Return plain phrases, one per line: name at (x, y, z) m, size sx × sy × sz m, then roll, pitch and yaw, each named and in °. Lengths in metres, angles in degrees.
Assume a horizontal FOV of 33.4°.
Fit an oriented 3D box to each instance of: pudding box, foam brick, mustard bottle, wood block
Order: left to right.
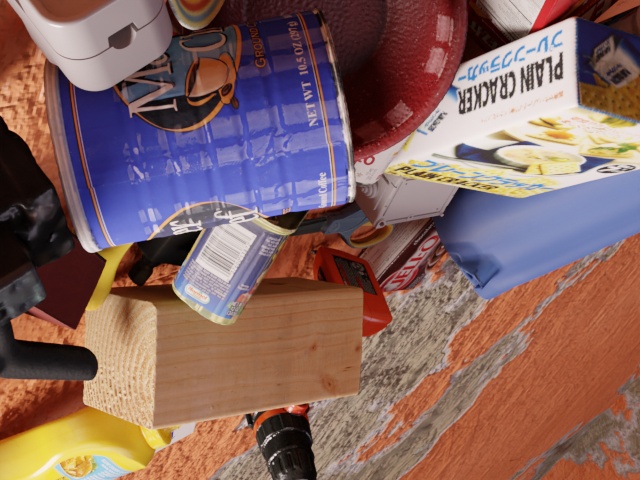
foam brick at (-0.176, 0.015, 0.650) m, size 0.078 × 0.053 × 0.051 m, roll 58°, pitch 51°, yaw -67°
mustard bottle at (-0.194, 0.169, 0.842) m, size 0.191 × 0.058 × 0.096 m, roll -22°, pitch 151°, yaw 5°
wood block at (-0.070, 0.080, 0.827) m, size 0.205 × 0.091 × 0.090 m, roll -2°, pitch 96°, yaw -44°
pudding box at (0.092, 0.004, 1.070) m, size 0.089 × 0.039 × 0.114 m, roll -4°, pitch 137°, yaw -54°

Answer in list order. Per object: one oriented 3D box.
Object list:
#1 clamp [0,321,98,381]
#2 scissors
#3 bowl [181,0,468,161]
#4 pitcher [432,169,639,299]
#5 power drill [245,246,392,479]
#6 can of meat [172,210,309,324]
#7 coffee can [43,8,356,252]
clamp at (-0.210, 0.075, 0.670) m, size 0.120 × 0.039 × 0.171 m, roll -37°, pitch 149°, yaw -18°
scissors at (0.023, -0.029, 0.939) m, size 0.096 × 0.016 × 0.201 m, roll -49°, pitch 155°, yaw 16°
bowl at (0.001, -0.128, 0.619) m, size 0.162 × 0.162 × 0.055 m, roll -45°, pitch -160°, yaw 10°
pitcher at (0.232, -0.054, 0.973) m, size 0.243 × 0.149 × 0.144 m, roll -24°, pitch 163°, yaw 27°
power drill at (-0.008, 0.114, 0.970) m, size 0.057 × 0.184 × 0.188 m, roll 18°, pitch 118°, yaw -28°
can of meat at (-0.055, 0.001, 0.743) m, size 0.084 × 0.057 × 0.102 m, roll -58°, pitch -179°, yaw 19°
coffee can at (-0.061, -0.057, 0.552) m, size 0.140 × 0.103 × 0.103 m, roll -11°, pitch 152°, yaw -4°
